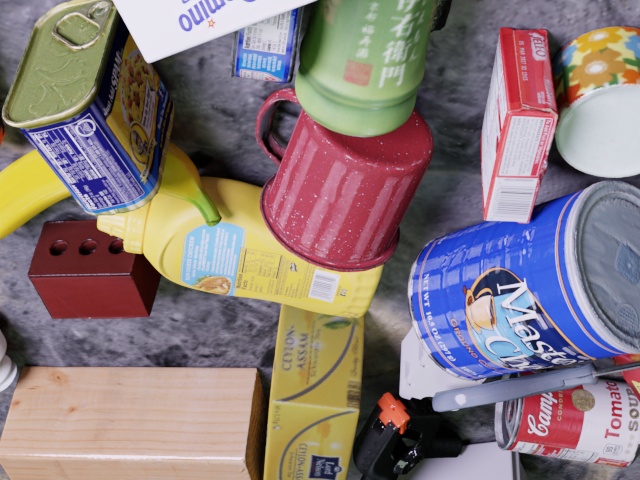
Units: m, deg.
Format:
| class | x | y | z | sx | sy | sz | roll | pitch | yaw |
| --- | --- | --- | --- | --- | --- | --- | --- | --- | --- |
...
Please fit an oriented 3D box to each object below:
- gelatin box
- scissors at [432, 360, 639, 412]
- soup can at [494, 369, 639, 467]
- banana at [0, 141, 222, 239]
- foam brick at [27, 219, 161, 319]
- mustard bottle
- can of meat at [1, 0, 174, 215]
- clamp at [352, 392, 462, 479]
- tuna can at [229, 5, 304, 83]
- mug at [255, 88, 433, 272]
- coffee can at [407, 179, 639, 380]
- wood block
| class | x | y | z | sx | sy | sz | roll | pitch | yaw |
| --- | --- | --- | --- | --- | --- | --- | --- | --- | --- |
| gelatin box | 0.113 | -0.066 | 0.616 | 0.030 | 0.073 | 0.089 | 4 | 138 | 1 |
| scissors | 0.161 | 0.092 | 0.711 | 0.202 | 0.016 | 0.096 | -17 | 169 | 30 |
| soup can | 0.196 | 0.138 | 0.841 | 0.102 | 0.068 | 0.069 | 9 | 139 | -4 |
| banana | -0.157 | -0.036 | 0.694 | 0.198 | 0.069 | 0.037 | -5 | 170 | 24 |
| foam brick | -0.159 | 0.021 | 0.765 | 0.078 | 0.053 | 0.051 | -2 | 138 | 9 |
| mustard bottle | -0.055 | 0.001 | 0.724 | 0.191 | 0.058 | 0.096 | 10 | 143 | -4 |
| can of meat | -0.128 | -0.077 | 0.615 | 0.057 | 0.102 | 0.084 | -10 | 138 | 18 |
| clamp | 0.057 | 0.176 | 0.862 | 0.120 | 0.039 | 0.171 | -44 | 149 | -9 |
| tuna can | -0.026 | -0.126 | 0.556 | 0.033 | 0.086 | 0.086 | 8 | 139 | -4 |
| mug | 0.009 | -0.049 | 0.649 | 0.117 | 0.093 | 0.082 | 40 | 135 | 17 |
| coffee can | 0.139 | 0.029 | 0.670 | 0.102 | 0.102 | 0.141 | 32 | 150 | -27 |
| wood block | -0.152 | 0.167 | 0.903 | 0.206 | 0.090 | 0.091 | -1 | 139 | 8 |
